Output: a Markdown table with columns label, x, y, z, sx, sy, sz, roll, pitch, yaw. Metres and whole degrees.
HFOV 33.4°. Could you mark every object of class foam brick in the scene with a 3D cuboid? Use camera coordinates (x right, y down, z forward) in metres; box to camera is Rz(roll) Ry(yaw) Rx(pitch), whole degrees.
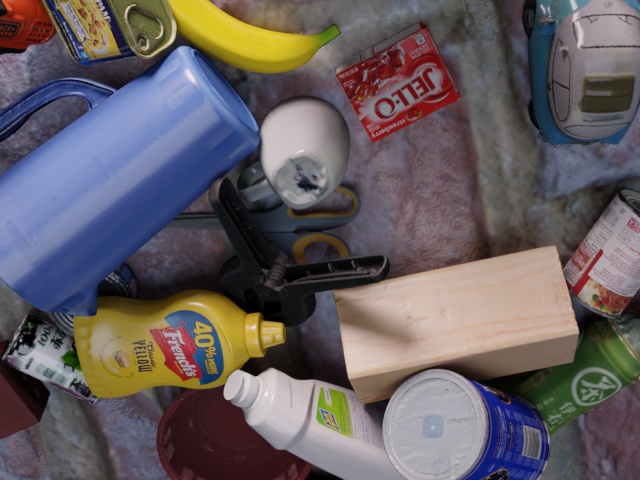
| label | x | y | z | sx | sy | sz | roll | pitch | yaw |
| --- | --- | --- | --- | --- | --- | --- | --- | --- | --- |
| foam brick | -0.320 | 0.150 | 1.077 | 0.051 | 0.053 | 0.078 | -25 | 115 | 13 |

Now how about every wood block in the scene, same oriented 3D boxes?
| label | x | y | z | sx | sy | sz | roll | pitch | yaw |
| --- | --- | --- | --- | --- | --- | --- | --- | --- | --- |
| wood block | 0.125 | 0.080 | 0.992 | 0.206 | 0.090 | 0.091 | -12 | 156 | 5 |

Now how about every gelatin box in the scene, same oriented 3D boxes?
| label | x | y | z | sx | sy | sz | roll | pitch | yaw |
| --- | --- | --- | --- | --- | --- | --- | --- | --- | --- |
| gelatin box | 0.068 | -0.138 | 0.936 | 0.089 | 0.030 | 0.073 | -25 | 114 | 13 |

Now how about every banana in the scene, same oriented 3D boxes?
| label | x | y | z | sx | sy | sz | roll | pitch | yaw |
| --- | --- | --- | --- | --- | --- | --- | --- | --- | --- |
| banana | -0.085 | -0.192 | 0.911 | 0.197 | 0.037 | 0.070 | 23 | 96 | -12 |

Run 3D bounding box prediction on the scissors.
| label | x | y | z | sx | sy | sz | roll | pitch | yaw |
| --- | --- | --- | --- | --- | --- | --- | --- | --- | --- |
| scissors | -0.057 | 0.001 | 0.999 | 0.202 | 0.016 | 0.096 | -14 | 85 | 7 |

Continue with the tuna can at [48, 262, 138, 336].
| label | x | y | z | sx | sy | sz | roll | pitch | yaw |
| --- | --- | --- | --- | --- | --- | --- | --- | --- | --- |
| tuna can | -0.221 | 0.053 | 1.036 | 0.086 | 0.033 | 0.086 | 0 | 117 | 1 |

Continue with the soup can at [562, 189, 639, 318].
| label | x | y | z | sx | sy | sz | roll | pitch | yaw |
| --- | --- | --- | --- | --- | --- | --- | --- | --- | --- |
| soup can | 0.277 | 0.012 | 0.988 | 0.068 | 0.068 | 0.102 | 25 | 114 | -11 |

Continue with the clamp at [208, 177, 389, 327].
| label | x | y | z | sx | sy | sz | roll | pitch | yaw |
| --- | --- | --- | --- | --- | --- | --- | --- | --- | --- |
| clamp | -0.031 | 0.034 | 0.962 | 0.164 | 0.036 | 0.210 | 23 | 148 | 4 |

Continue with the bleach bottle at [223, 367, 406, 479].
| label | x | y | z | sx | sy | sz | roll | pitch | yaw |
| --- | --- | --- | --- | --- | --- | --- | --- | --- | --- |
| bleach bottle | 0.016 | 0.178 | 1.027 | 0.250 | 0.102 | 0.068 | 29 | 117 | -28 |

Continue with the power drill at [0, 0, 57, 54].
| label | x | y | z | sx | sy | sz | roll | pitch | yaw |
| --- | --- | --- | --- | --- | --- | --- | --- | --- | --- |
| power drill | -0.324 | -0.140 | 0.876 | 0.188 | 0.184 | 0.057 | -47 | 66 | 27 |

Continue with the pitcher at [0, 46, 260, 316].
| label | x | y | z | sx | sy | sz | roll | pitch | yaw |
| --- | --- | --- | --- | --- | --- | --- | --- | --- | --- |
| pitcher | -0.182 | -0.064 | 0.923 | 0.243 | 0.145 | 0.149 | -37 | 137 | 9 |

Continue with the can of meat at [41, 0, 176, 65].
| label | x | y | z | sx | sy | sz | roll | pitch | yaw |
| --- | --- | --- | --- | --- | --- | --- | --- | --- | --- |
| can of meat | -0.179 | -0.197 | 0.879 | 0.084 | 0.057 | 0.102 | -2 | 122 | 39 |

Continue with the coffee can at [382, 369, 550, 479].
| label | x | y | z | sx | sy | sz | roll | pitch | yaw |
| --- | --- | --- | --- | --- | --- | --- | --- | --- | --- |
| coffee can | 0.136 | 0.181 | 0.980 | 0.103 | 0.103 | 0.140 | -40 | 145 | 19 |

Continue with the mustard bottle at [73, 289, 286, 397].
| label | x | y | z | sx | sy | sz | roll | pitch | yaw |
| --- | --- | --- | --- | --- | --- | --- | --- | --- | --- |
| mustard bottle | -0.127 | 0.094 | 0.995 | 0.192 | 0.058 | 0.096 | -6 | 111 | 8 |

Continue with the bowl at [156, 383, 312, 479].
| label | x | y | z | sx | sy | sz | roll | pitch | yaw |
| --- | --- | --- | --- | --- | --- | --- | --- | --- | --- |
| bowl | -0.084 | 0.195 | 1.094 | 0.162 | 0.055 | 0.162 | 0 | 117 | 1 |
